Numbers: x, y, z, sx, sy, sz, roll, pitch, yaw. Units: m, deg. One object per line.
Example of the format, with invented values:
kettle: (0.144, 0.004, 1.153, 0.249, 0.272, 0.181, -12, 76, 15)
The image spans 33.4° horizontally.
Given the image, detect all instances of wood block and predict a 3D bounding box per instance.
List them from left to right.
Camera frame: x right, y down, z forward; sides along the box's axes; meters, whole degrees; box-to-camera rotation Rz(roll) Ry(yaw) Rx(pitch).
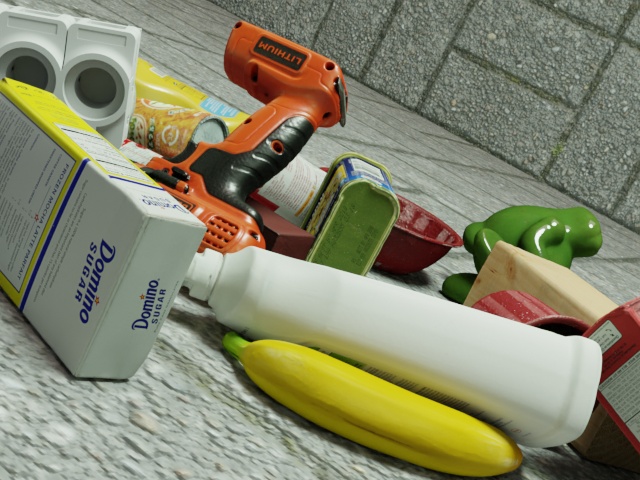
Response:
wood block: (0.206, 0.090, 0.860, 0.090, 0.090, 0.206, 19, 14, -29)

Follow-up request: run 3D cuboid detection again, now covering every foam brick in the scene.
foam brick: (-0.055, 0.001, 0.784, 0.078, 0.053, 0.051, 31, 14, 25)

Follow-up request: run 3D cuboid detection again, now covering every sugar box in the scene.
sugar box: (-0.138, -0.010, 0.574, 0.048, 0.093, 0.176, 11, 21, -48)

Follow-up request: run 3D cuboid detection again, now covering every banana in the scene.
banana: (0.036, 0.097, 0.617, 0.197, 0.037, 0.069, 25, 13, -7)

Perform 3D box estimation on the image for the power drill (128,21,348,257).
power drill: (-0.083, -0.070, 0.758, 0.185, 0.187, 0.057, 28, -25, 20)

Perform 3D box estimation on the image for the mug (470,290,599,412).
mug: (0.136, 0.088, 0.769, 0.117, 0.093, 0.081, -15, 18, -10)

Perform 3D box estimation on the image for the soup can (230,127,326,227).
soup can: (-0.039, -0.051, 0.951, 0.102, 0.068, 0.069, 31, 9, -29)

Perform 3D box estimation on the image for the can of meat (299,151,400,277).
can of meat: (0.023, -0.014, 0.890, 0.057, 0.102, 0.084, 24, 15, -10)

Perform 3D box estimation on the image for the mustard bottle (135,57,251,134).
mustard bottle: (-0.129, -0.131, 1.146, 0.191, 0.058, 0.096, 26, 11, -1)

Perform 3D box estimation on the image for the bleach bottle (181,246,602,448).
bleach bottle: (0.036, 0.057, 0.656, 0.250, 0.068, 0.103, 20, -19, -7)

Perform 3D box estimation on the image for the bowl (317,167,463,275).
bowl: (0.057, -0.012, 1.047, 0.162, 0.055, 0.162, 25, 13, -6)
